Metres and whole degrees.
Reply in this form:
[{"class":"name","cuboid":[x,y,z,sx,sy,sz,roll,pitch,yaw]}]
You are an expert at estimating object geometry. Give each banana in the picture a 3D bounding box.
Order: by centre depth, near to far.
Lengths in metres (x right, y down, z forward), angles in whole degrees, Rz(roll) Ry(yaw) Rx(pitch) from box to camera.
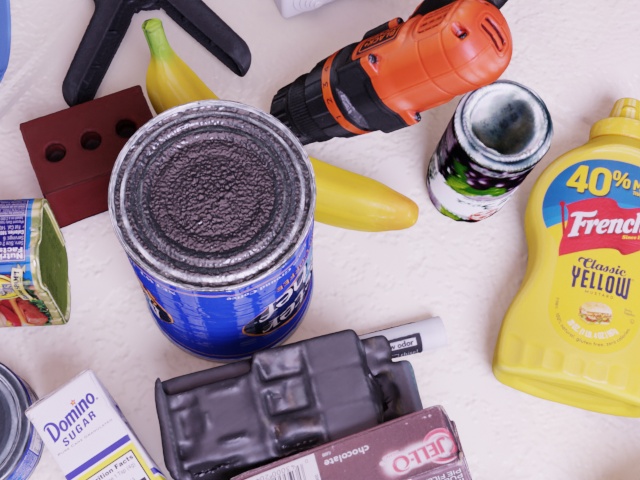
[{"class":"banana","cuboid":[-0.034,-0.054,0.644,0.198,0.070,0.037,34,66,1]}]

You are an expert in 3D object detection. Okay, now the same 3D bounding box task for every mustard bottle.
[{"class":"mustard bottle","cuboid":[0.167,0.001,0.631,0.096,0.058,0.191,13,69,9]}]

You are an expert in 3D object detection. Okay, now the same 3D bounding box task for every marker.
[{"class":"marker","cuboid":[0.014,0.066,0.625,0.121,0.020,0.020,-12,70,-5]}]

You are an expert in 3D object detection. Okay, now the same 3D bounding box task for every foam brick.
[{"class":"foam brick","cuboid":[-0.135,-0.051,0.650,0.078,0.051,0.053,-21,71,-8]}]

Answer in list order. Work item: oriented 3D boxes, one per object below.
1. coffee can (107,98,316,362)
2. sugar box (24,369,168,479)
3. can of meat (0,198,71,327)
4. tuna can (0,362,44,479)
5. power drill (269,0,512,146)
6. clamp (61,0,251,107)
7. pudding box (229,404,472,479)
[{"class":"coffee can","cuboid":[-0.054,0.001,0.584,0.103,0.140,0.103,0,70,-1]},{"class":"sugar box","cuboid":[-0.083,0.157,0.551,0.048,0.093,0.176,-36,73,-13]},{"class":"can of meat","cuboid":[-0.190,0.015,0.599,0.084,0.102,0.057,-3,69,-4]},{"class":"tuna can","cuboid":[-0.201,0.107,0.599,0.086,0.034,0.086,0,70,-1]},{"class":"power drill","cuboid":[0.065,-0.136,0.648,0.057,0.185,0.187,49,56,-23]},{"class":"clamp","cuboid":[-0.107,-0.164,0.699,0.120,0.039,0.171,-3,69,-3]},{"class":"pudding box","cuboid":[0.020,0.133,0.516,0.113,0.090,0.039,-19,46,4]}]
